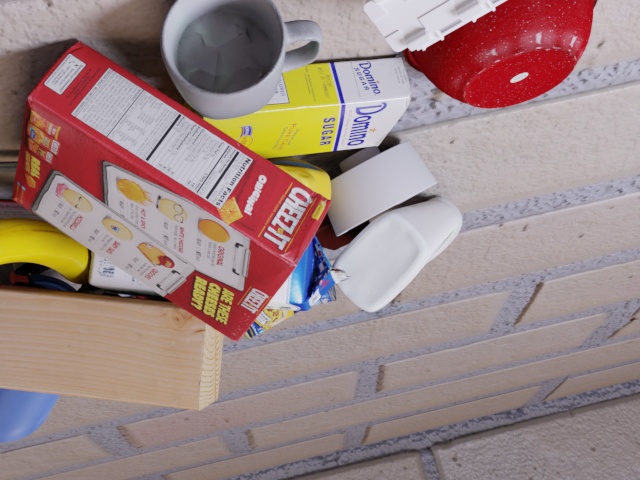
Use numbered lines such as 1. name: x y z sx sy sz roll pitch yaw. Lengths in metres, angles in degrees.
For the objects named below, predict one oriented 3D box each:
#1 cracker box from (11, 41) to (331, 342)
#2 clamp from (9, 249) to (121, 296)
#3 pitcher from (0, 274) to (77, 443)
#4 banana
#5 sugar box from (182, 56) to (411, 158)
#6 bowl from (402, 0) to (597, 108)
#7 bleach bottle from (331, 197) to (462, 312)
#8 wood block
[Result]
1. cracker box: -0.117 -0.031 0.792 0.213 0.072 0.164 32 150 -4
2. clamp: -0.216 0.048 1.057 0.171 0.120 0.039 -8 171 -6
3. pitcher: -0.322 0.121 1.164 0.144 0.149 0.243 10 153 -24
4. banana: -0.254 0.011 0.925 0.070 0.037 0.197 -43 160 21
5. sugar box: -0.022 -0.103 0.866 0.176 0.048 0.093 -6 161 -18
6. bowl: 0.150 -0.150 0.845 0.162 0.055 0.162 -13 160 -5
7. bleach bottle: 0.095 0.004 1.135 0.103 0.068 0.250 -46 172 18
8. wood block: -0.199 0.095 0.977 0.206 0.091 0.090 5 178 6
